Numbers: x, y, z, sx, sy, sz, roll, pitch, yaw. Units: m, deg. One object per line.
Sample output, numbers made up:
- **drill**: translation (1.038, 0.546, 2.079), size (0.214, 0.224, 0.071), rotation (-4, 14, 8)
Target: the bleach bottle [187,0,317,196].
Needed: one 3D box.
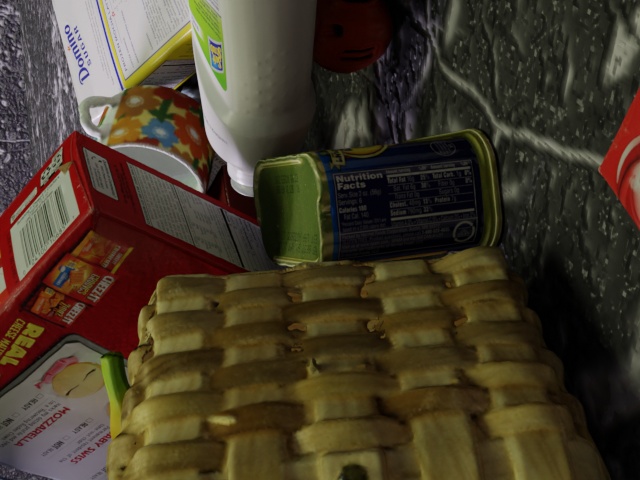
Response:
- **bleach bottle**: translation (-0.036, -0.131, 0.499), size (0.103, 0.068, 0.251), rotation (-118, 21, -45)

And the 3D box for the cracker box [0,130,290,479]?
- **cracker box**: translation (-0.085, 0.056, 0.559), size (0.164, 0.213, 0.072), rotation (-45, 42, 21)

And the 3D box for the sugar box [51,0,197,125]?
- **sugar box**: translation (-0.101, -0.140, 0.634), size (0.177, 0.048, 0.093), rotation (-24, 80, 55)

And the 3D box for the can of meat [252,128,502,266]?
- **can of meat**: translation (0.022, -0.018, 0.498), size (0.102, 0.083, 0.057), rotation (-177, 80, -71)
